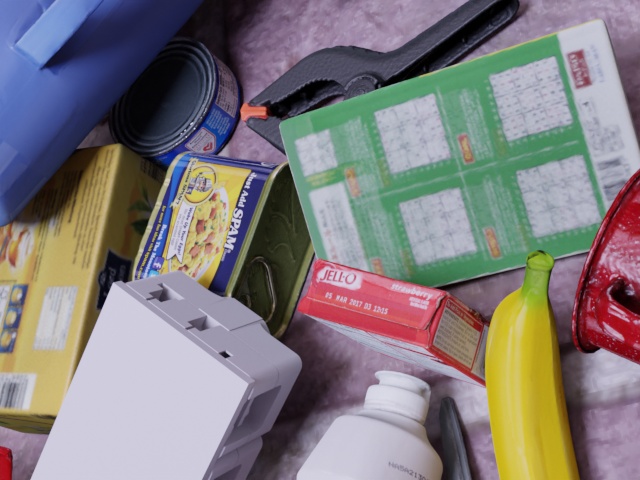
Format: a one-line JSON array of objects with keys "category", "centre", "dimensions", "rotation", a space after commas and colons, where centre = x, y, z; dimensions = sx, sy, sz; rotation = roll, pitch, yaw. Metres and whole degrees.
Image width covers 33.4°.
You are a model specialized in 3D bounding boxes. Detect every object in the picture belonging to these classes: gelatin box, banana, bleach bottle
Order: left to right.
[{"category": "bleach bottle", "centre": [0.012, 0.185, 0.484], "dimensions": [0.068, 0.102, 0.250], "rotation": [-1, 63, 39]}, {"category": "gelatin box", "centre": [0.043, 0.041, 0.519], "dimensions": [0.073, 0.089, 0.030], "rotation": [14, 78, 35]}, {"category": "banana", "centre": [0.099, 0.108, 0.471], "dimensions": [0.037, 0.069, 0.198], "rotation": [-9, 76, 4]}]

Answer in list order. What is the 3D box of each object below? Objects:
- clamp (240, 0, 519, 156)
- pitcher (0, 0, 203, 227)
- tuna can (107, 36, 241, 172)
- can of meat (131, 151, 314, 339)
[{"category": "clamp", "centre": [0.035, -0.068, 0.605], "dimensions": [0.172, 0.039, 0.120], "rotation": [-14, 60, 26]}, {"category": "pitcher", "centre": [-0.157, -0.132, 0.631], "dimensions": [0.145, 0.149, 0.242], "rotation": [24, 68, 20]}, {"category": "tuna can", "centre": [-0.095, -0.087, 0.695], "dimensions": [0.086, 0.033, 0.086], "rotation": [-13, 64, 27]}, {"category": "can of meat", "centre": [-0.054, 0.001, 0.618], "dimensions": [0.084, 0.057, 0.102], "rotation": [11, 77, 36]}]
